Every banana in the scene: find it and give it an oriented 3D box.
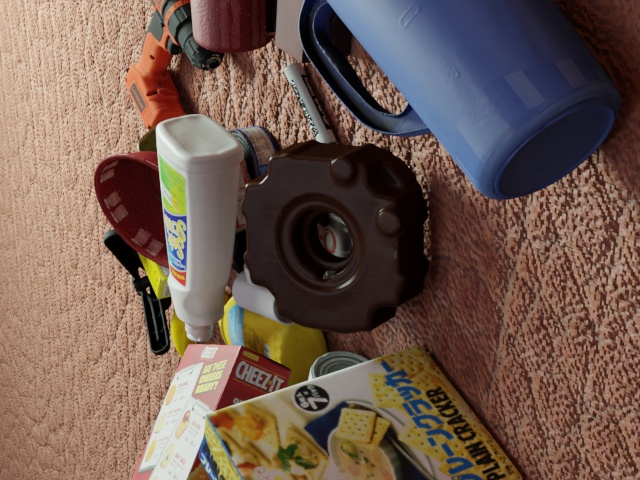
[{"bbox_3d":[-0.159,0.098,1.379,0.070,0.037,0.198,48,145,14],"label":"banana"}]

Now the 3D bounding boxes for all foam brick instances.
[{"bbox_3d":[-0.005,-0.205,0.951,0.051,0.052,0.078,41,137,48],"label":"foam brick"}]

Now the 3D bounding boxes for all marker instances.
[{"bbox_3d":[-0.004,-0.116,1.019,0.121,0.020,0.020,66,150,20],"label":"marker"}]

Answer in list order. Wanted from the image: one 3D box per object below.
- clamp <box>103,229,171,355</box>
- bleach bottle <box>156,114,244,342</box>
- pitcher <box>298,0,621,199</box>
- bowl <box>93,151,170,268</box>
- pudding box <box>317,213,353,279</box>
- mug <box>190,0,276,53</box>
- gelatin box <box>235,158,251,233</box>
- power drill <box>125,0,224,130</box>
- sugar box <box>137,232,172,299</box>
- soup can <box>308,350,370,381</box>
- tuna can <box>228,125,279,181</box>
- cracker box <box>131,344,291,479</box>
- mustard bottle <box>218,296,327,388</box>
[{"bbox_3d":[-0.228,0.045,1.378,0.210,0.036,0.164,-104,-7,-77],"label":"clamp"},{"bbox_3d":[-0.124,0.002,1.106,0.103,0.068,0.251,44,140,46],"label":"bleach bottle"},{"bbox_3d":[0.086,-0.142,0.732,0.243,0.145,0.149,59,167,25],"label":"pitcher"},{"bbox_3d":[-0.178,-0.045,1.213,0.162,0.055,0.162,22,138,21],"label":"bowl"},{"bbox_3d":[0.014,0.005,1.016,0.114,0.039,0.090,27,123,54],"label":"pudding box"},{"bbox_3d":[-0.075,-0.233,1.045,0.117,0.093,0.081,14,125,19],"label":"mug"},{"bbox_3d":[-0.099,-0.053,1.134,0.073,0.030,0.089,-24,80,62],"label":"gelatin box"},{"bbox_3d":[-0.171,-0.215,1.246,0.184,0.057,0.188,63,146,32],"label":"power drill"},{"bbox_3d":[-0.188,-0.018,1.319,0.176,0.093,0.048,61,149,29],"label":"sugar box"},{"bbox_3d":[0.017,0.168,1.048,0.069,0.068,0.102,47,140,43],"label":"soup can"},{"bbox_3d":[-0.075,-0.080,1.148,0.086,0.033,0.086,33,129,52],"label":"tuna can"},{"bbox_3d":[-0.122,0.217,1.091,0.164,0.072,0.213,-10,55,64],"label":"cracker box"},{"bbox_3d":[-0.063,0.105,1.178,0.192,0.058,0.096,21,126,57],"label":"mustard bottle"}]
